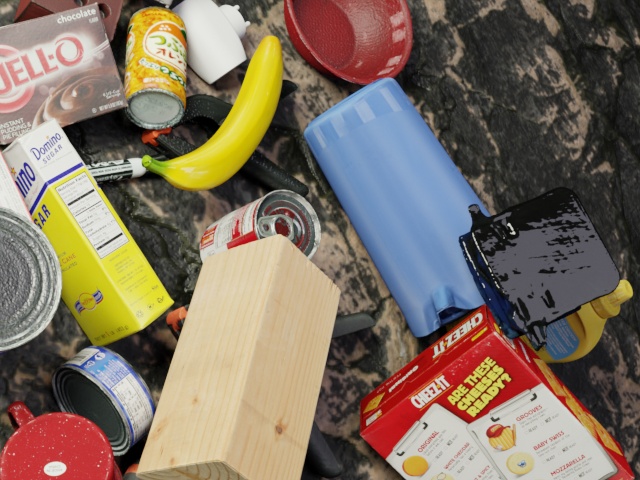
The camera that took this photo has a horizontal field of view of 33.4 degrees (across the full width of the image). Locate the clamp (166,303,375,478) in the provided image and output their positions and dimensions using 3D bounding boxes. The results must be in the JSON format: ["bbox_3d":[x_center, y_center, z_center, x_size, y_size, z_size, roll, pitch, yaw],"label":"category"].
[{"bbox_3d":[-0.045,0.118,0.969,0.209,0.036,0.164,21,63,-28],"label":"clamp"}]

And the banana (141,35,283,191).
[{"bbox_3d":[-0.080,-0.104,0.959,0.197,0.037,0.069,-53,136,-34],"label":"banana"}]

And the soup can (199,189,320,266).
[{"bbox_3d":[-0.056,0.001,0.957,0.068,0.102,0.068,12,68,-33],"label":"soup can"}]

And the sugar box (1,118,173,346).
[{"bbox_3d":[-0.198,-0.002,0.861,0.048,0.094,0.176,-40,99,-38],"label":"sugar box"}]

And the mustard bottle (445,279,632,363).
[{"bbox_3d":[0.226,0.080,1.078,0.058,0.192,0.096,-35,97,-53],"label":"mustard bottle"}]

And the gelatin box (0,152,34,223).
[{"bbox_3d":[-0.259,-0.025,0.835,0.030,0.073,0.089,-27,92,-38],"label":"gelatin box"}]

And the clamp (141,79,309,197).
[{"bbox_3d":[-0.084,-0.107,1.012,0.171,0.039,0.120,10,68,-34],"label":"clamp"}]

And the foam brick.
[{"bbox_3d":[-0.220,-0.202,0.935,0.078,0.051,0.053,24,63,-29],"label":"foam brick"}]

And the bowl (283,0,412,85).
[{"bbox_3d":[0.018,-0.229,1.116,0.161,0.055,0.162,12,69,-33],"label":"bowl"}]

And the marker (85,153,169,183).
[{"bbox_3d":[-0.185,-0.060,0.936,0.120,0.020,0.020,-13,83,-38],"label":"marker"}]

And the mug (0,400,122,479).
[{"bbox_3d":[-0.200,0.169,0.795,0.093,0.081,0.117,-27,68,-22],"label":"mug"}]

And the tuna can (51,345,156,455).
[{"bbox_3d":[-0.171,0.126,0.844,0.033,0.086,0.086,-40,100,-39],"label":"tuna can"}]

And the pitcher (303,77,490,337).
[{"bbox_3d":[0.092,-0.038,1.074,0.144,0.149,0.243,-33,93,-21],"label":"pitcher"}]

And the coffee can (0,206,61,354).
[{"bbox_3d":[-0.261,0.042,0.769,0.102,0.141,0.103,12,68,-33],"label":"coffee can"}]

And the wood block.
[{"bbox_3d":[-0.059,0.109,0.855,0.090,0.090,0.206,45,43,-35],"label":"wood block"}]

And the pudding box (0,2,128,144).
[{"bbox_3d":[-0.227,-0.139,0.884,0.113,0.039,0.090,-21,109,-22],"label":"pudding box"}]

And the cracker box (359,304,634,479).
[{"bbox_3d":[0.167,0.190,1.023,0.213,0.164,0.072,46,16,-16],"label":"cracker box"}]
